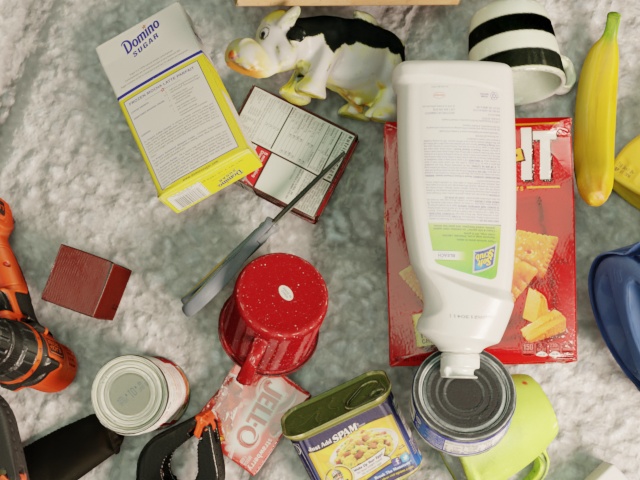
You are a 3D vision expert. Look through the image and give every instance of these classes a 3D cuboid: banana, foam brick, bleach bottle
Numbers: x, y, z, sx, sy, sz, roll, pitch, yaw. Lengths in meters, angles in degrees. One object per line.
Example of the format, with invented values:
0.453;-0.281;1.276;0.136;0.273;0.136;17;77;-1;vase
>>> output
0.244;-0.106;0.948;0.037;0.069;0.197;3;64;15;banana
-0.209;0.039;0.960;0.051;0.078;0.053;20;84;4;foam brick
0.106;-0.016;0.860;0.102;0.068;0.251;1;82;5;bleach bottle

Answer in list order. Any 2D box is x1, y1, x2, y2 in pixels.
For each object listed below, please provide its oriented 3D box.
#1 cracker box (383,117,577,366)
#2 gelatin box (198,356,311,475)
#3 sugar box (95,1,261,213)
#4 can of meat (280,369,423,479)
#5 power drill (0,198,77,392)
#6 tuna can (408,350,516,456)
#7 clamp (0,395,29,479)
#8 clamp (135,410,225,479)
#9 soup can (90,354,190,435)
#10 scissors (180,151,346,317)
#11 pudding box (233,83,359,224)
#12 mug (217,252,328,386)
0.138;0.002;0.936;0.164;0.072;0.214;-1;90;4;cracker box
-0.062;0.153;0.959;0.073;0.030;0.089;35;86;7;gelatin box
-0.130;-0.122;0.971;0.093;0.048;0.176;-28;64;6;sugar box
0.029;0.174;0.925;0.102;0.057;0.084;-25;107;0;can of meat
-0.286;0.040;0.921;0.057;0.184;0.188;-25;72;-1;power drill
0.115;0.129;0.866;0.086;0.034;0.086;0;58;0;tuna can
-0.333;0.149;0.958;0.210;0.036;0.164;29;84;20;clamp
-0.126;0.234;0.938;0.120;0.039;0.171;33;102;-1;clamp
-0.156;0.134;0.931;0.068;0.102;0.068;0;82;3;soup can
-0.056;0.001;0.929;0.016;0.096;0.202;45;112;-7;scissors
-0.033;-0.080;0.986;0.113;0.039;0.090;27;85;5;pudding box
-0.044;0.071;0.924;0.093;0.082;0.117;27;61;2;mug
